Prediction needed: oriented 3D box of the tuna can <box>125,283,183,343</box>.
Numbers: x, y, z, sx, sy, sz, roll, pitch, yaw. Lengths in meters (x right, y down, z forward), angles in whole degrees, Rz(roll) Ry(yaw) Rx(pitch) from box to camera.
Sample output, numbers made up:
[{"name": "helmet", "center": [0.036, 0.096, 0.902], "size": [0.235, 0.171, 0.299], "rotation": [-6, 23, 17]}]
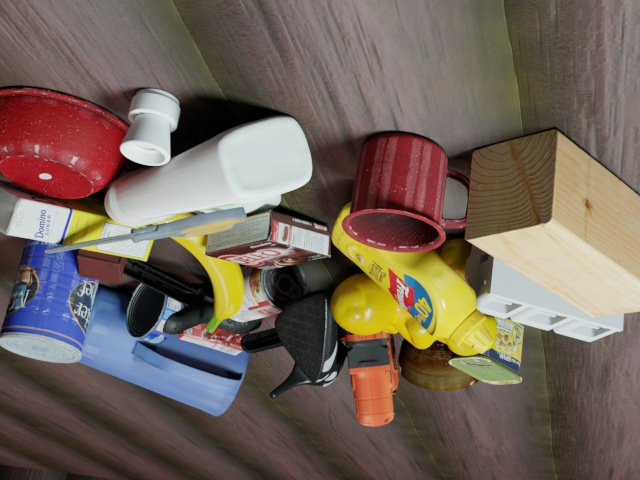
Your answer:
[{"name": "tuna can", "center": [-0.218, 0.092, 1.410], "size": [0.033, 0.086, 0.086], "rotation": [25, 153, -38]}]

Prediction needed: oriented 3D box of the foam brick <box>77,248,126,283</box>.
[{"name": "foam brick", "center": [-0.260, 0.013, 1.279], "size": [0.053, 0.051, 0.078], "rotation": [11, 158, -7]}]

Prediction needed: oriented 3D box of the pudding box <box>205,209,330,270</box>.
[{"name": "pudding box", "center": [-0.058, 0.001, 1.166], "size": [0.089, 0.039, 0.114], "rotation": [14, 160, -41]}]

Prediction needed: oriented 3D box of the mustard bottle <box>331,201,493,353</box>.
[{"name": "mustard bottle", "center": [0.096, 0.039, 1.053], "size": [0.192, 0.058, 0.096], "rotation": [44, 158, 14]}]

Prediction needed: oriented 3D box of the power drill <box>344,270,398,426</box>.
[{"name": "power drill", "center": [0.061, 0.132, 1.332], "size": [0.057, 0.184, 0.187], "rotation": [-5, 176, 6]}]

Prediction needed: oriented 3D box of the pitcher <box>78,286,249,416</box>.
[{"name": "pitcher", "center": [-0.226, 0.154, 1.507], "size": [0.242, 0.145, 0.149], "rotation": [22, 139, -21]}]

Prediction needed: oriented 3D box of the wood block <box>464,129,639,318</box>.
[{"name": "wood block", "center": [0.231, -0.009, 0.967], "size": [0.090, 0.091, 0.205], "rotation": [-13, 149, 42]}]

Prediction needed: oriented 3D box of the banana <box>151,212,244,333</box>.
[{"name": "banana", "center": [-0.132, 0.025, 1.217], "size": [0.037, 0.069, 0.197], "rotation": [41, 159, 52]}]

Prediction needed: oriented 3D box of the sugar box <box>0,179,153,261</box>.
[{"name": "sugar box", "center": [-0.268, -0.023, 1.115], "size": [0.093, 0.048, 0.175], "rotation": [23, -176, 41]}]

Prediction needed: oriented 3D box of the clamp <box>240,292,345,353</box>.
[{"name": "clamp", "center": [-0.024, 0.118, 1.393], "size": [0.120, 0.039, 0.171], "rotation": [-30, 152, 20]}]

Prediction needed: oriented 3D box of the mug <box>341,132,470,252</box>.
[{"name": "mug", "center": [0.082, -0.042, 0.959], "size": [0.117, 0.081, 0.093], "rotation": [7, 158, 8]}]

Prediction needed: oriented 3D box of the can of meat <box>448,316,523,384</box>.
[{"name": "can of meat", "center": [0.206, 0.121, 1.307], "size": [0.058, 0.084, 0.102], "rotation": [-11, 151, 41]}]

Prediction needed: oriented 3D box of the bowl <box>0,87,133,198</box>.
[{"name": "bowl", "center": [-0.259, -0.084, 1.035], "size": [0.162, 0.055, 0.162], "rotation": [8, 158, 3]}]

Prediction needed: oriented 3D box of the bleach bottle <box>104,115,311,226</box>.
[{"name": "bleach bottle", "center": [-0.125, -0.055, 1.014], "size": [0.102, 0.068, 0.251], "rotation": [-19, -175, -40]}]

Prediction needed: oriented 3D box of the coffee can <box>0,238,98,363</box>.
[{"name": "coffee can", "center": [-0.334, 0.071, 1.333], "size": [0.103, 0.140, 0.103], "rotation": [8, 158, 3]}]

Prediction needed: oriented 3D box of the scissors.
[{"name": "scissors", "center": [-0.172, -0.006, 1.097], "size": [0.202, 0.016, 0.096], "rotation": [-12, 174, 5]}]

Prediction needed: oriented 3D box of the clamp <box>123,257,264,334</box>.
[{"name": "clamp", "center": [-0.147, 0.085, 1.344], "size": [0.209, 0.036, 0.165], "rotation": [19, -162, -35]}]

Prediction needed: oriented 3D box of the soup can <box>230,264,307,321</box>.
[{"name": "soup can", "center": [-0.073, 0.059, 1.292], "size": [0.068, 0.068, 0.102], "rotation": [24, 154, -32]}]

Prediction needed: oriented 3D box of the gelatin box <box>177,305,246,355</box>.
[{"name": "gelatin box", "center": [-0.141, 0.106, 1.429], "size": [0.089, 0.073, 0.030], "rotation": [19, 155, -20]}]
